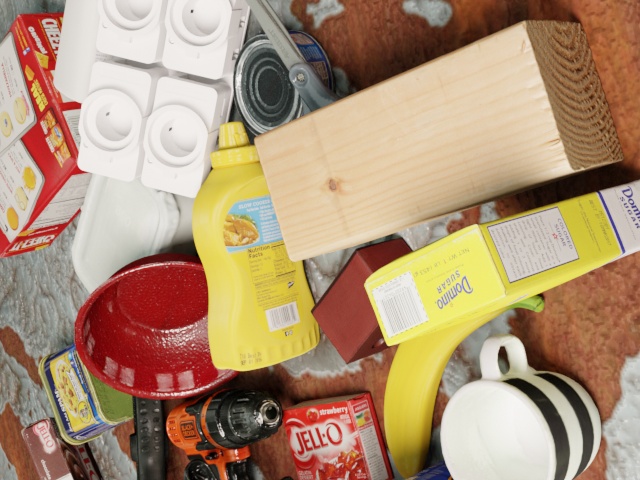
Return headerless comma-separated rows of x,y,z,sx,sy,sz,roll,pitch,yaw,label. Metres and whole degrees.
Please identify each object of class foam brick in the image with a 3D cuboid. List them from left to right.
0.040,0.044,0.793,0.051,0.052,0.078,54,134,22,foam brick

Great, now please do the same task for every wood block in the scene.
0.070,-0.060,0.681,0.207,0.090,0.091,-18,88,36,wood block

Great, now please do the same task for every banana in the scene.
0.084,0.092,0.771,0.070,0.037,0.198,49,131,27,banana

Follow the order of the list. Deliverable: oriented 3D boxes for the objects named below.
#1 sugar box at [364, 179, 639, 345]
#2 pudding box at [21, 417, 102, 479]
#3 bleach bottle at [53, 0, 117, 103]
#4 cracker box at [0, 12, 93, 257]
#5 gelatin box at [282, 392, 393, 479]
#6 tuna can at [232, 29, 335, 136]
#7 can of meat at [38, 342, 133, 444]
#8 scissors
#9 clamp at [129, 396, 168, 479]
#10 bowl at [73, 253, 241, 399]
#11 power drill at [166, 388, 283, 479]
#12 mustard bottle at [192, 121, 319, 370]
0.118,0.010,0.611,0.094,0.175,0.048,-29,77,47,sugar box
-0.270,0.247,1.146,0.039,0.090,0.113,-25,77,4,pudding box
-0.157,-0.241,0.907,0.068,0.102,0.251,34,116,43,bleach bottle
-0.290,-0.104,1.088,0.214,0.071,0.164,-38,72,46,cracker box
0.011,0.166,0.871,0.089,0.030,0.073,-17,88,47,gelatin box
-0.030,-0.121,0.838,0.086,0.033,0.086,14,110,44,tuna can
-0.239,0.152,1.112,0.084,0.057,0.102,-29,80,44,can of meat
-0.018,-0.103,0.792,0.202,0.016,0.096,44,121,5,scissors
-0.168,0.206,1.044,0.165,0.036,0.210,145,120,-75,clamp
-0.133,0.065,0.934,0.055,0.162,0.162,-103,30,-50,bowl
-0.065,0.222,0.933,0.185,0.057,0.187,-22,81,60,power drill
-0.056,0.001,0.850,0.058,0.096,0.191,-2,99,47,mustard bottle
